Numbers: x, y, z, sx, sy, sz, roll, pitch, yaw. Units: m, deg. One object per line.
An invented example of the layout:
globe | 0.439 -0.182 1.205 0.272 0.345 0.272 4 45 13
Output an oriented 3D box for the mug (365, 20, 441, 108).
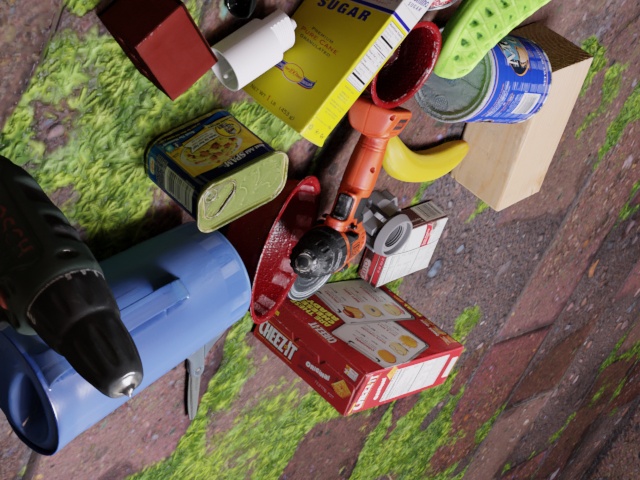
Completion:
mug | 0.058 -0.182 1.037 0.093 0.082 0.117 -44 151 -11

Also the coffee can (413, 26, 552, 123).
coffee can | 0.180 -0.182 1.187 0.140 0.103 0.103 -7 130 -51

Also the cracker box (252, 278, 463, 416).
cracker box | 0.048 0.123 1.300 0.213 0.164 0.072 -7 128 -51

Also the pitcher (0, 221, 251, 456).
pitcher | -0.177 0.074 0.959 0.242 0.149 0.145 -32 135 -36

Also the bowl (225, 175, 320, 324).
bowl | -0.057 0.001 1.089 0.162 0.055 0.162 21 90 -77

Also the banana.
banana | 0.118 -0.100 1.265 0.197 0.037 0.070 8 120 -57

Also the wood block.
wood block | 0.245 -0.153 1.326 0.090 0.090 0.206 -25 143 -37

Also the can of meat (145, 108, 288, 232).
can of meat | -0.095 -0.066 0.959 0.101 0.084 0.057 -30 146 -32

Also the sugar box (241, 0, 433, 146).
sugar box | 0.015 -0.181 0.967 0.176 0.093 0.048 -54 149 6

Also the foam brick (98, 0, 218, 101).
foam brick | -0.127 -0.158 0.838 0.051 0.053 0.078 -46 150 -8

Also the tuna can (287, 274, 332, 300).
tuna can | -0.018 0.026 1.228 0.086 0.034 0.086 -34 148 -26

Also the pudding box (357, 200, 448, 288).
pudding box | 0.106 0.005 1.372 0.113 0.039 0.090 -17 138 -42

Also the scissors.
scissors | -0.128 0.128 1.214 0.096 0.016 0.202 -38 149 -21

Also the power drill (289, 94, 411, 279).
power drill | 0.028 -0.055 1.100 0.184 0.057 0.188 -35 147 -74
